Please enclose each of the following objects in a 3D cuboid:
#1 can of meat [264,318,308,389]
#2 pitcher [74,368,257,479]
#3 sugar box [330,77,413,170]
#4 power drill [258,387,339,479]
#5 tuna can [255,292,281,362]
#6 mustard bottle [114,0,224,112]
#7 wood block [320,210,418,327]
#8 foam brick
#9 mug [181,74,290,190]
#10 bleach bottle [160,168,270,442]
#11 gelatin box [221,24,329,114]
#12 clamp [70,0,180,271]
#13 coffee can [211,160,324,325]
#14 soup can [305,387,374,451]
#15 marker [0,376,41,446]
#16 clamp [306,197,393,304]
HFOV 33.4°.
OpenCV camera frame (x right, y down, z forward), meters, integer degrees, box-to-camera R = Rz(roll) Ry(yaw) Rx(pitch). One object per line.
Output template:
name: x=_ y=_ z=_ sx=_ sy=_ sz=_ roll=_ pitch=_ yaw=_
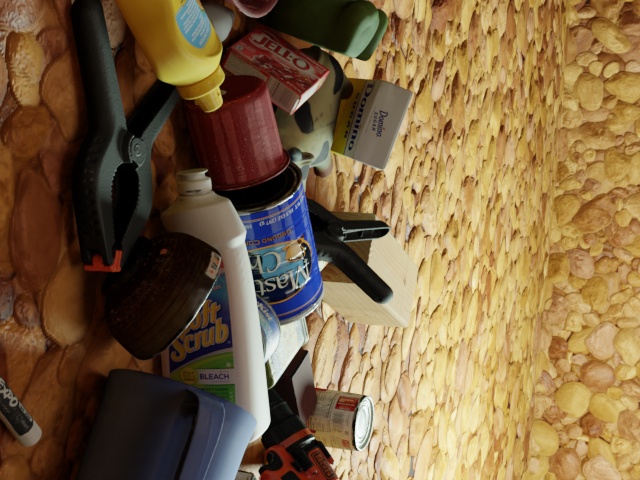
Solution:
can of meat: x=-0.060 y=0.097 z=1.143 sx=0.083 sy=0.058 sz=0.102 roll=-54 pitch=143 yaw=-48
pitcher: x=-0.146 y=0.232 z=0.856 sx=0.149 sy=0.145 sz=0.242 roll=55 pitch=48 yaw=-58
sugar box: x=0.048 y=-0.138 z=1.224 sx=0.176 sy=0.048 sz=0.093 roll=-142 pitch=-108 yaw=-77
power drill: x=-0.062 y=0.240 z=1.095 sx=0.057 sy=0.184 sz=0.187 roll=-47 pitch=161 yaw=31
tuna can: x=-0.084 y=0.089 z=1.042 sx=0.033 sy=0.086 sz=0.086 roll=-47 pitch=137 yaw=-55
mustard bottle: x=-0.126 y=-0.186 z=0.849 sx=0.096 sy=0.058 sz=0.191 roll=-89 pitch=157 yaw=-55
wood block: x=0.052 y=0.040 z=1.362 sx=0.206 sy=0.090 sz=0.091 roll=45 pitch=53 yaw=-62
foam brick: x=-0.040 y=0.167 z=1.213 sx=0.051 sy=0.053 sz=0.078 roll=-55 pitch=145 yaw=-51
mug: x=-0.077 y=-0.109 z=1.007 sx=0.117 sy=0.093 sz=0.081 roll=-50 pitch=135 yaw=-49
bleach bottle: x=-0.109 y=0.060 z=0.981 sx=0.068 sy=0.103 sz=0.251 roll=-40 pitch=125 yaw=-68
gelatin box: x=-0.045 y=-0.174 z=1.075 sx=0.030 sy=0.089 sz=0.073 roll=-58 pitch=175 yaw=37
clamp: x=-0.167 y=-0.081 z=0.859 sx=0.164 sy=0.036 sz=0.210 roll=45 pitch=50 yaw=-61
coffee can: x=-0.057 y=0.001 z=1.064 sx=0.102 sy=0.103 sz=0.140 roll=-58 pitch=146 yaw=-47
soup can: x=0.005 y=0.210 z=1.268 sx=0.068 sy=0.102 sz=0.068 roll=5 pitch=90 yaw=-68
marker: x=-0.233 y=0.108 z=0.764 sx=0.121 sy=0.020 sz=0.020 roll=72 pitch=32 yaw=-45
clamp: x=0.014 y=0.006 z=1.184 sx=0.039 sy=0.171 sz=0.120 roll=-55 pitch=-148 yaw=34
